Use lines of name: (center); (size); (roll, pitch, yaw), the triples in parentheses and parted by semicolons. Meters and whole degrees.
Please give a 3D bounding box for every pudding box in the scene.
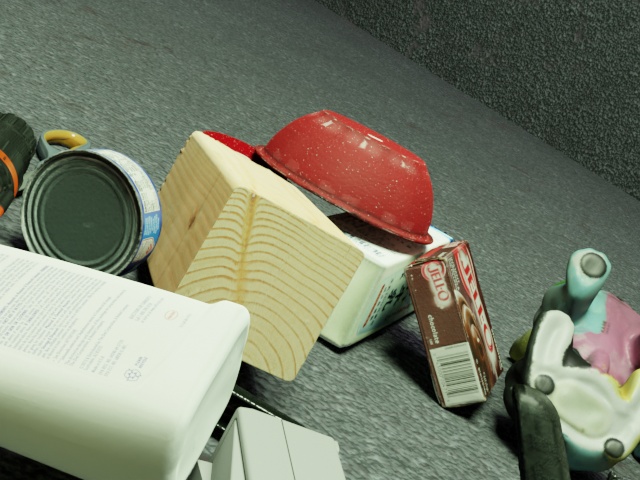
pudding box: (0.104, 0.062, 0.818); (0.039, 0.113, 0.090); (-13, 4, 21)

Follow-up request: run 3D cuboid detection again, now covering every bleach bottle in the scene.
bleach bottle: (-0.166, 0.034, 0.487); (0.251, 0.068, 0.102); (19, 30, 6)

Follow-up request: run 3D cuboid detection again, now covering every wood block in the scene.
wood block: (-0.055, 0.001, 0.701); (0.090, 0.091, 0.206); (28, 7, -18)

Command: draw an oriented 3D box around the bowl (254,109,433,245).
bowl: (0.031, -0.059, 0.847); (0.162, 0.055, 0.162); (27, 10, -6)

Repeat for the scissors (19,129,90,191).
scissors: (-0.191, -0.046, 0.822); (0.096, 0.016, 0.202); (24, 17, -13)

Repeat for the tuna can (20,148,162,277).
tuna can: (-0.145, -0.016, 0.678); (0.086, 0.086, 0.033); (31, 15, 11)
